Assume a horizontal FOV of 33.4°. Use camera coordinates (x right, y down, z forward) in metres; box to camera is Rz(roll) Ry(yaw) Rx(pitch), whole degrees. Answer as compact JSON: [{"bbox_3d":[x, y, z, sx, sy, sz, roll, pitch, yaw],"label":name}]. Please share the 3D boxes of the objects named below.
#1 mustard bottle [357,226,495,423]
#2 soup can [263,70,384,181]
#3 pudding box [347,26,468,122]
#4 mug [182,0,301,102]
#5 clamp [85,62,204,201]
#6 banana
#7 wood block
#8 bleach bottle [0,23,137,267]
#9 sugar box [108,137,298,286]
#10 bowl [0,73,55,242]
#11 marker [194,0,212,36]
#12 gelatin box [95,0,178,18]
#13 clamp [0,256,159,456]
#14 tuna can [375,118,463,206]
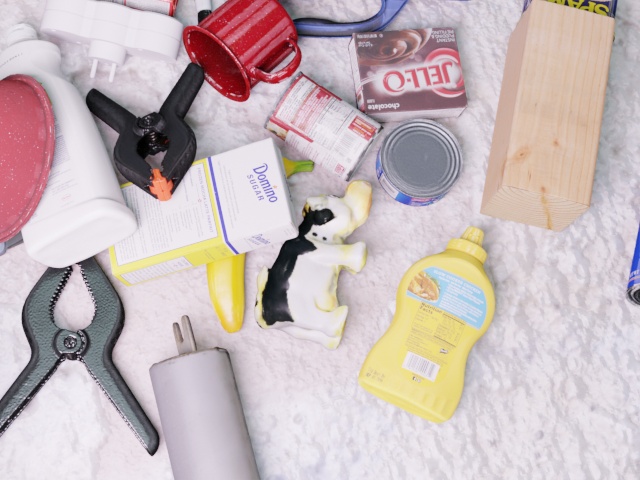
[{"bbox_3d":[0.115,0.072,1.032,0.096,0.058,0.191,25,73,2],"label":"mustard bottle"},{"bbox_3d":[0.004,-0.113,1.065,0.102,0.068,0.068,34,73,2],"label":"soup can"},{"bbox_3d":[0.090,-0.171,1.107,0.113,0.039,0.090,-6,76,-9],"label":"pudding box"},{"bbox_3d":[-0.069,-0.194,1.063,0.117,0.093,0.081,32,65,31],"label":"mug"},{"bbox_3d":[-0.171,-0.104,1.023,0.120,0.039,0.171,-13,45,9],"label":"clamp"},{"bbox_3d":[-0.072,-0.009,1.042,0.069,0.037,0.197,23,73,2],"label":"banana"},{"bbox_3d":[0.231,-0.126,1.085,0.090,0.091,0.206,13,73,-4],"label":"wood block"},{"bbox_3d":[-0.254,-0.105,1.013,0.103,0.068,0.251,-26,65,13],"label":"bleach bottle"},{"bbox_3d":[-0.114,-0.026,1.008,0.176,0.048,0.093,-15,69,5],"label":"sugar box"},{"bbox_3d":[-0.310,-0.079,0.971,0.055,0.162,0.162,12,67,-48],"label":"bowl"},{"bbox_3d":[-0.126,-0.268,1.118,0.020,0.020,0.121,-8,76,-9],"label":"marker"},{"bbox_3d":[-0.186,-0.267,1.094,0.089,0.030,0.073,12,52,-4],"label":"gelatin box"},{"bbox_3d":[-0.240,0.104,0.988,0.164,0.036,0.210,-5,73,-12],"label":"clamp"},{"bbox_3d":[0.100,-0.078,1.085,0.086,0.034,0.086,2,74,-7],"label":"tuna can"}]
